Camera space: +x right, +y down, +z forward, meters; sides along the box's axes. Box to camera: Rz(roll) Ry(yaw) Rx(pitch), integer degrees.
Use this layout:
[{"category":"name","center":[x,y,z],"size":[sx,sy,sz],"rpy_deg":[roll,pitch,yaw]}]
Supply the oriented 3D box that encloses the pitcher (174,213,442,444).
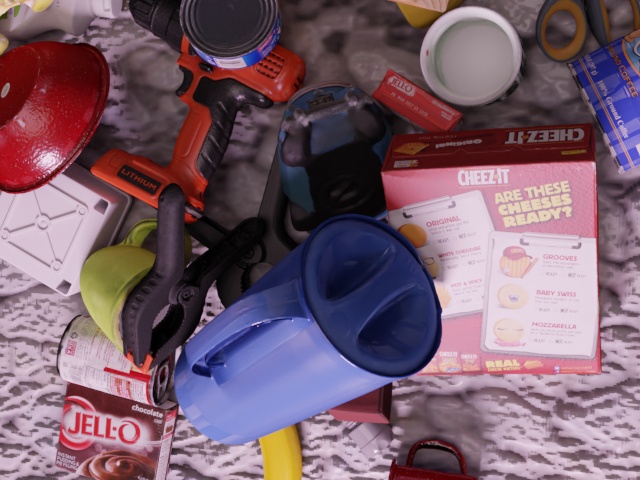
[{"category":"pitcher","center":[-0.031,0.086,0.877],"size":[0.149,0.144,0.243],"rpy_deg":[40,137,-13]}]

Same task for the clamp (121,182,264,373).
[{"category":"clamp","center":[-0.129,0.032,0.928],"size":[0.039,0.120,0.171],"rpy_deg":[29,85,47]}]

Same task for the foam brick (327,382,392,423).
[{"category":"foam brick","center":[0.037,0.123,0.968],"size":[0.051,0.053,0.078],"rpy_deg":[0,69,13]}]

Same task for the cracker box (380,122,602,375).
[{"category":"cracker box","center":[0.148,0.012,0.887],"size":[0.164,0.072,0.214],"rpy_deg":[-2,124,14]}]

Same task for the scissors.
[{"category":"scissors","center":[0.198,-0.231,0.873],"size":[0.096,0.016,0.201],"rpy_deg":[-27,113,14]}]

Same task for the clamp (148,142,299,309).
[{"category":"clamp","center":[-0.057,0.001,0.998],"size":[0.165,0.036,0.210],"rpy_deg":[-28,88,15]}]

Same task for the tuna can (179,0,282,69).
[{"category":"tuna can","center":[-0.077,-0.193,0.926],"size":[0.086,0.033,0.086],"rpy_deg":[-1,79,7]}]

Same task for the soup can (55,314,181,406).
[{"category":"soup can","center":[-0.194,0.115,1.032],"size":[0.102,0.068,0.068],"rpy_deg":[13,100,12]}]

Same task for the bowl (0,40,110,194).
[{"category":"bowl","center":[-0.271,-0.126,0.981],"size":[0.162,0.055,0.162],"rpy_deg":[-18,57,29]}]

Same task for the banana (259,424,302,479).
[{"category":"banana","center":[-0.055,0.184,1.021],"size":[0.070,0.037,0.198],"rpy_deg":[-8,95,15]}]

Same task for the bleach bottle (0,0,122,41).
[{"category":"bleach bottle","center":[-0.313,-0.228,1.021],"size":[0.251,0.068,0.102],"rpy_deg":[7,100,11]}]

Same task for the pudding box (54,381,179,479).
[{"category":"pudding box","center":[-0.202,0.192,1.059],"size":[0.113,0.039,0.090],"rpy_deg":[13,100,13]}]

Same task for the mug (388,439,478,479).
[{"category":"mug","center":[0.102,0.239,0.970],"size":[0.081,0.093,0.117],"rpy_deg":[6,63,9]}]

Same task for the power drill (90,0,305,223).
[{"category":"power drill","center":[-0.130,-0.124,0.970],"size":[0.184,0.057,0.187],"rpy_deg":[29,89,16]}]

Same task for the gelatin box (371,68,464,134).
[{"category":"gelatin box","center":[0.086,-0.113,0.917],"size":[0.073,0.089,0.030],"rpy_deg":[33,95,7]}]
